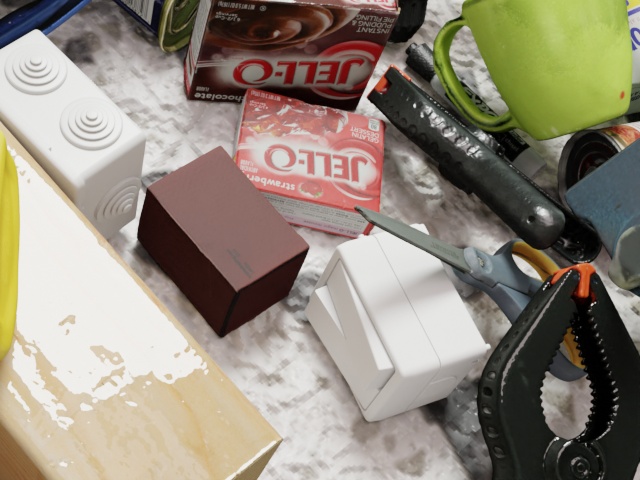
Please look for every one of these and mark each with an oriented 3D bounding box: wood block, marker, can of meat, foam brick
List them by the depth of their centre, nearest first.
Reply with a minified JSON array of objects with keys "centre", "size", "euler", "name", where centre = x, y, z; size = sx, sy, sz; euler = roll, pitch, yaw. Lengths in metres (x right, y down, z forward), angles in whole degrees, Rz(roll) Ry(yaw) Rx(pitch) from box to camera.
[{"centre":[-0.126,0.055,0.489],"size":[0.090,0.091,0.206],"euler":[-35,74,-32],"name":"wood block"},{"centre":[-0.054,0.001,0.571],"size":[0.052,0.051,0.078],"euler":[-31,72,-31],"name":"foam brick"},{"centre":[-0.092,-0.178,0.672],"size":[0.084,0.057,0.102],"euler":[41,55,12],"name":"can of meat"},{"centre":[0.099,-0.086,0.697],"size":[0.020,0.020,0.121],"euler":[-33,73,-32],"name":"marker"}]

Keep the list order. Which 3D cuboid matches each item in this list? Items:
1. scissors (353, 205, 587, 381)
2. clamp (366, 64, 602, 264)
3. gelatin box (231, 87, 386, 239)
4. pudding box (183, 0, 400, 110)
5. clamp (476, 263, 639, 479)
[{"centre":[0.091,0.031,0.558],"size":[0.201,0.016,0.096],"euler":[6,55,-55],"name":"scissors"},{"centre":[0.091,-0.045,0.625],"size":[0.171,0.120,0.039],"euler":[39,96,15],"name":"clamp"},{"centre":[-0.007,-0.045,0.629],"size":[0.089,0.030,0.073],"euler":[13,56,-10],"name":"gelatin box"},{"centre":[-0.020,-0.121,0.637],"size":[0.113,0.090,0.039],"euler":[3,56,-16],"name":"pudding box"},{"centre":[0.130,0.119,0.531],"size":[0.164,0.036,0.210],"euler":[15,77,-13],"name":"clamp"}]
